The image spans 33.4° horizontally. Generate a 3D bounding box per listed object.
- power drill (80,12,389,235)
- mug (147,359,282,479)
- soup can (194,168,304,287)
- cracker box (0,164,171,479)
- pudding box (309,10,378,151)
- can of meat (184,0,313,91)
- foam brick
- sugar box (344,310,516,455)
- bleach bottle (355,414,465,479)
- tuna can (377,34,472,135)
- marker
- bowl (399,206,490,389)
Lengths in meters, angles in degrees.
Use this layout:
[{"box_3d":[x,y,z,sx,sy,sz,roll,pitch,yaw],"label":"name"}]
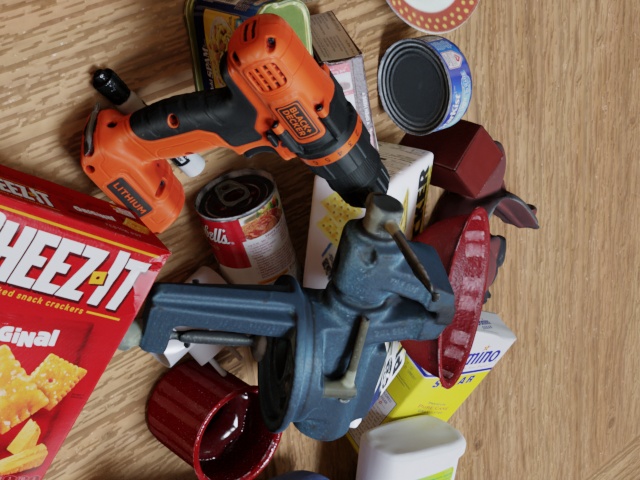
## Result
[{"box_3d":[-0.061,-0.065,0.768,0.184,0.188,0.057,51,29,-41],"label":"power drill"},{"box_3d":[-0.087,0.159,0.903,0.093,0.082,0.117,-43,132,-22],"label":"mug"},{"box_3d":[-0.056,0.001,0.877,0.068,0.069,0.102,-38,130,-26],"label":"soup can"},{"box_3d":[-0.222,0.064,0.716,0.163,0.072,0.214,21,104,-46],"label":"cracker box"},{"box_3d":[0.011,-0.124,0.857,0.039,0.113,0.090,-15,121,-7],"label":"pudding box"},{"box_3d":[-0.052,-0.140,0.809,0.057,0.084,0.102,-27,124,-34],"label":"can of meat"},{"box_3d":[0.121,-0.082,1.004,0.053,0.078,0.051,-56,134,-11],"label":"foam brick"},{"box_3d":[0.108,0.144,1.066,0.093,0.048,0.176,12,123,-45],"label":"sugar box"},{"box_3d":[0.075,0.301,1.045,0.102,0.068,0.251,-7,113,-33],"label":"bleach bottle"},{"box_3d":[0.093,-0.138,0.946,0.033,0.086,0.086,-20,120,-39],"label":"tuna can"},{"box_3d":[-0.129,-0.088,0.804,0.020,0.020,0.121,-55,135,-11],"label":"marker"},{"box_3d":[0.103,0.046,0.934,0.162,0.055,0.162,10,90,-71],"label":"bowl"}]
